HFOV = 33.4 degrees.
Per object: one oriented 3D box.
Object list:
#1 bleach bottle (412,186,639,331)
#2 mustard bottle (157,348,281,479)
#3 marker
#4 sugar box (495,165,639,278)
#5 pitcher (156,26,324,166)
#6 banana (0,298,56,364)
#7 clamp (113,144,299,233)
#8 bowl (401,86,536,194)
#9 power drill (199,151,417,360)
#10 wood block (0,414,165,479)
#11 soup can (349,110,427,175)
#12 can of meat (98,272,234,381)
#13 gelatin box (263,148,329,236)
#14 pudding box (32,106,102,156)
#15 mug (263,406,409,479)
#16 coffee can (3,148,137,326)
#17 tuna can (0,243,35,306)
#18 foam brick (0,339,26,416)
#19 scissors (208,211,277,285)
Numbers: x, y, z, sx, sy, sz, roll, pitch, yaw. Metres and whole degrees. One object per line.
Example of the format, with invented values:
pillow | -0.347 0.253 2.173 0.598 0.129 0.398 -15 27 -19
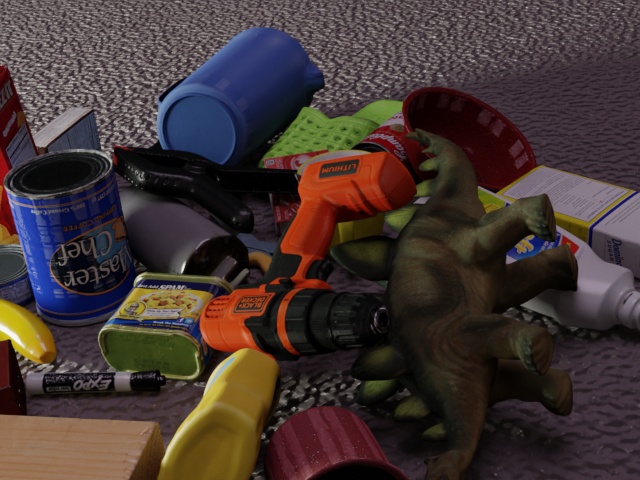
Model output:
bleach bottle | 0.196 0.017 0.977 0.102 0.068 0.251 -30 38 -31
mustard bottle | -0.066 0.130 0.784 0.058 0.096 0.191 25 12 0
marker | -0.192 0.121 0.913 0.121 0.020 0.020 -2 29 8
sugar box | 0.266 -0.020 1.047 0.176 0.048 0.093 24 41 38
pitcher | -0.110 -0.163 1.272 0.149 0.145 0.242 -44 5 28
banana | -0.321 0.081 1.003 0.198 0.037 0.069 4 48 21
clamp | -0.115 -0.063 1.090 0.210 0.036 0.164 18 23 25
bowl | 0.150 -0.094 1.154 0.162 0.055 0.162 17 41 -15
power drill | 0.007 0.012 0.850 0.185 0.057 0.187 -4 43 42
wood block | -0.215 0.181 0.737 0.206 0.090 0.090 1 30 13
soup can | 0.082 -0.099 1.207 0.069 0.068 0.102 11 33 29
can of meat | -0.134 0.076 0.946 0.102 0.057 0.083 3 32 18
gelatin box | -0.018 -0.053 1.146 0.073 0.030 0.089 -9 57 -5
pudding box | -0.301 -0.095 1.259 0.039 0.090 0.113 5 31 18
mug | -0.002 0.170 0.719 0.117 0.093 0.081 -26 26 -4
coffee can | -0.236 -0.003 1.024 0.103 0.140 0.103 -5 29 3
tuna can | -0.324 0.039 1.078 0.086 0.034 0.086 -5 29 3
foam brick | -0.275 0.127 0.886 0.051 0.053 0.078 -13 30 -11
scissors | -0.057 0.001 1.108 0.096 0.016 0.202 -10 29 -9
